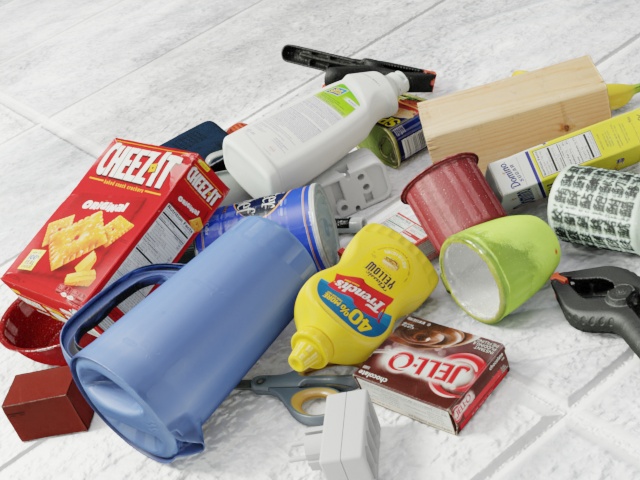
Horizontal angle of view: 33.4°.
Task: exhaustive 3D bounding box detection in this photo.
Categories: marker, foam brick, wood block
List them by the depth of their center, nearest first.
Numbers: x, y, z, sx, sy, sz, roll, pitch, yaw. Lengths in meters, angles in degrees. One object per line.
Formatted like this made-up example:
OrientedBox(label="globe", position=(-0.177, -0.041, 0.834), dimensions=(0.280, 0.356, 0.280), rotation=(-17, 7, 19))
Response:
OrientedBox(label="foam brick", position=(-0.278, 0.167, 1.099), dimensions=(0.078, 0.053, 0.051), rotation=(-11, 32, 13))
OrientedBox(label="wood block", position=(0.226, -0.132, 1.240), dimensions=(0.206, 0.091, 0.090), rotation=(-15, 33, 8))
OrientedBox(label="marker", position=(-0.002, -0.017, 1.260), dimensions=(0.121, 0.020, 0.020), rotation=(0, 36, 29))

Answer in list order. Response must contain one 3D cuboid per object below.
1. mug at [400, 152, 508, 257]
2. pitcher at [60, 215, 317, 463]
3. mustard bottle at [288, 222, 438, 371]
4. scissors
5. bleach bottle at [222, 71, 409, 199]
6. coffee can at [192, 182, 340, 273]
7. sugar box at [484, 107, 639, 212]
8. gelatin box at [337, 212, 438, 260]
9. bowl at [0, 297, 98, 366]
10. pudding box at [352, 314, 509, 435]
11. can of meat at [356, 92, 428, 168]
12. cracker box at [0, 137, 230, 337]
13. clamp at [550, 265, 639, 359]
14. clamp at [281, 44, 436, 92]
OrientedBox(label="mug", position=(0.145, -0.029, 1.117), dimensions=(0.093, 0.117, 0.081), rotation=(-30, 69, 7))
OrientedBox(label="pitcher", position=(-0.122, 0.081, 1.038), dimensions=(0.242, 0.149, 0.145), rotation=(-45, 20, -31))
OrientedBox(label="mustard bottle", position=(0.030, 0.065, 1.033), dimensions=(0.096, 0.058, 0.191), rotation=(42, 49, 7))
OrientedBox(label="scissors", position=(-0.052, 0.151, 1.030), dimensions=(0.202, 0.016, 0.096), rotation=(-12, 31, 13))
OrientedBox(label="bleach bottle", position=(0.010, -0.136, 1.281), dimensions=(0.250, 0.068, 0.103), rotation=(-31, 57, -25))
OrientedBox(label="coffee can", position=(-0.058, 0.001, 1.182), dimensions=(0.140, 0.103, 0.102), rotation=(-13, 32, 12))
OrientedBox(label="sugar box", position=(0.264, -0.082, 1.144), dimensions=(0.176, 0.048, 0.093), rotation=(-23, -13, -1))
OrientedBox(label="gelatin box", position=(0.075, 0.012, 1.161), dimensions=(0.089, 0.030, 0.073), rotation=(-31, 32, -16))
OrientedBox(label="bowl", position=(-0.280, 0.092, 1.213), dimensions=(0.162, 0.055, 0.162), rotation=(-15, 32, 9))
OrientedBox(label="pudding box", position=(0.101, 0.120, 0.971), dimensions=(0.114, 0.039, 0.089), rotation=(13, 45, 42))
OrientedBox(label="can of meat", position=(0.099, -0.144, 1.364), dimensions=(0.083, 0.057, 0.102), rotation=(-30, 33, -21))
OrientedBox(label="cracker box", position=(-0.225, -0.007, 1.161), dimensions=(0.164, 0.072, 0.213), rotation=(15, 63, 44))
OrientedBox(label="clamp", position=(0.274, 0.066, 0.959), dimensions=(0.172, 0.039, 0.120), rotation=(6, 35, 45))
OrientedBox(label="clamp", position=(0.065, -0.221, 1.424), dimensions=(0.209, 0.036, 0.165), rotation=(6, 20, -19))
